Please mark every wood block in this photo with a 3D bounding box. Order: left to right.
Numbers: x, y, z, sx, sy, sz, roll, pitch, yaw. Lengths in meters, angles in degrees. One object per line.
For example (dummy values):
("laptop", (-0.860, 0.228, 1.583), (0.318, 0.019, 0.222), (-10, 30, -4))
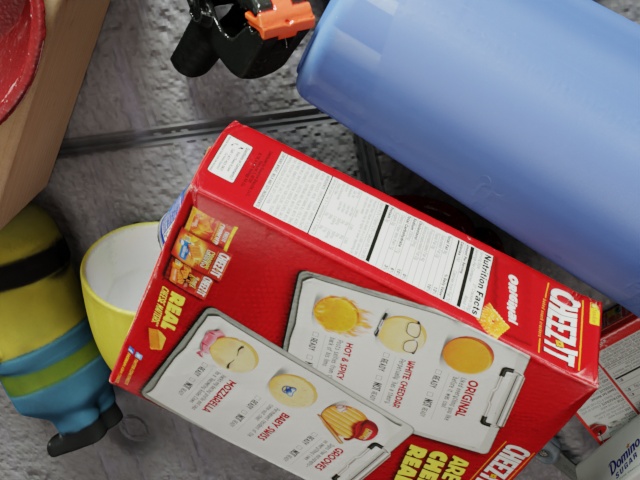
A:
("wood block", (-0.190, -0.114, 0.624), (0.090, 0.090, 0.206), (28, 122, 0))

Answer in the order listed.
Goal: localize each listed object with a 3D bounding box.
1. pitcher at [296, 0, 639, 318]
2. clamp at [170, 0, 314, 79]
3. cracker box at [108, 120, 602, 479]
("pitcher", (0.111, -0.058, 0.548), (0.243, 0.145, 0.149), (30, 111, -2))
("clamp", (-0.055, -0.138, 0.553), (0.039, 0.172, 0.120), (-27, 112, -21))
("cracker box", (0.013, 0.054, 0.564), (0.213, 0.072, 0.164), (26, 132, -3))
